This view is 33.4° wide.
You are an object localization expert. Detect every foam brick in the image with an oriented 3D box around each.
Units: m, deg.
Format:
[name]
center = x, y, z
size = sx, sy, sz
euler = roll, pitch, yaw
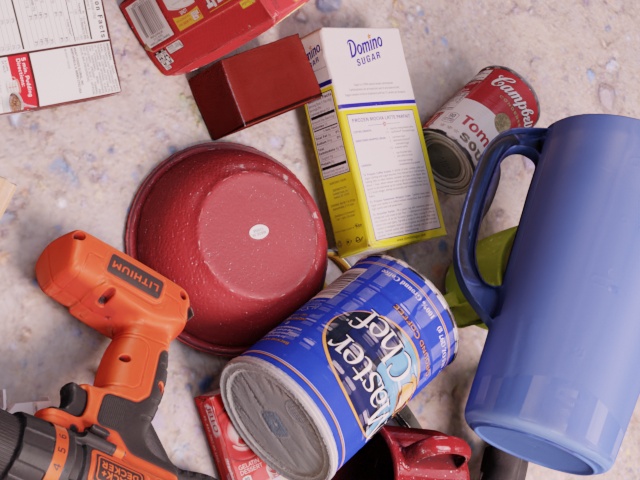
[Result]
[foam brick]
center = -0.049, -0.115, 0.802
size = 0.078, 0.053, 0.051
euler = -27, 97, -34

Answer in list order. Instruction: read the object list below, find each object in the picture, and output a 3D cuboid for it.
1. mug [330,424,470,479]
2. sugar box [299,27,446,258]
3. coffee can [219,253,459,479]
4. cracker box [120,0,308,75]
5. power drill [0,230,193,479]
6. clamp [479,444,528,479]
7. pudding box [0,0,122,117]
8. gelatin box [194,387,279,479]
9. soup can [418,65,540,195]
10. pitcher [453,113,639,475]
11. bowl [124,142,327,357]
[mug]
center = 0.064, 0.174, 0.795
size = 0.081, 0.117, 0.093
euler = 12, 48, -36
[sugar box]
center = 0.039, -0.080, 0.852
size = 0.093, 0.048, 0.176
euler = -10, 84, -44
[coffee can]
center = 0.014, 0.088, 0.745
size = 0.140, 0.103, 0.103
euler = -37, 103, -34
[cracker box]
center = -0.017, -0.207, 0.772
size = 0.213, 0.164, 0.072
euler = -38, 104, -31
[power drill]
center = -0.150, 0.085, 0.650
size = 0.184, 0.057, 0.187
euler = 35, 37, -31
[clamp]
center = 0.145, 0.182, 0.848
size = 0.036, 0.164, 0.210
euler = 12, 62, 15
[pudding box]
center = -0.196, -0.131, 0.711
size = 0.113, 0.039, 0.090
euler = -17, 102, -36
[gelatin box]
center = -0.040, 0.135, 0.780
size = 0.089, 0.030, 0.073
euler = -17, 91, -35
[soup can]
center = 0.131, -0.094, 0.907
size = 0.102, 0.069, 0.068
euler = -43, 106, -30
[pitcher]
center = 0.182, 0.036, 0.777
size = 0.144, 0.149, 0.242
euler = 37, 68, -39
[bowl]
center = -0.055, 0.001, 0.768
size = 0.161, 0.055, 0.162
euler = 6, 77, -26
